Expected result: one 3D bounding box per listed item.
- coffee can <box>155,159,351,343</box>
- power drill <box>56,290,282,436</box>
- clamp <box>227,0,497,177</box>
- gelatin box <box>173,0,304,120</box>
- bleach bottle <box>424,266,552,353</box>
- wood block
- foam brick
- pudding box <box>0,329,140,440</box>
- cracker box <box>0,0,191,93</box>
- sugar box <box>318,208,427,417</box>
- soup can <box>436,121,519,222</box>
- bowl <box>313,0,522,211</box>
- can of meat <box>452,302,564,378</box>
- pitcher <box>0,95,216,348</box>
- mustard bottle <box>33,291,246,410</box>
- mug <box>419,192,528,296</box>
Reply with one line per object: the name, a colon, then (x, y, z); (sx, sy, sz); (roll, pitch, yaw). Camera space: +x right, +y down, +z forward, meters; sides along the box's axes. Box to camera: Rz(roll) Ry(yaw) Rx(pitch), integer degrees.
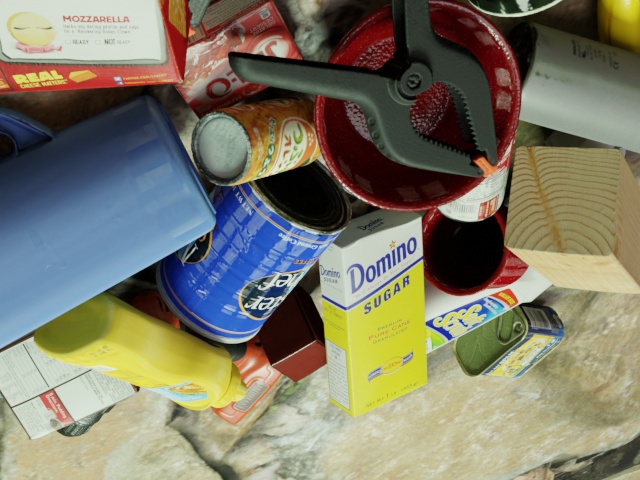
coffee can: (-0.056, 0.001, 0.863); (0.102, 0.103, 0.140); (10, 133, -39)
power drill: (-0.142, 0.131, 1.021); (0.187, 0.057, 0.185); (14, 129, -42)
clamp: (0.061, -0.125, 0.743); (0.209, 0.036, 0.164); (36, 97, -27)
gelatin box: (-0.063, -0.131, 0.748); (0.089, 0.030, 0.073); (-27, 145, 5)
bleach bottle: (0.145, 0.053, 1.088); (0.251, 0.068, 0.102); (-25, 146, -3)
wood block: (0.237, -0.014, 0.962); (0.090, 0.091, 0.205); (5, 171, 25)
foam brick: (-0.027, 0.085, 1.013); (0.051, 0.078, 0.053); (-33, 144, 10)
pudding box: (-0.222, 0.110, 0.920); (0.113, 0.039, 0.090); (-26, 104, 9)
cracker box: (-0.168, -0.173, 0.562); (0.164, 0.072, 0.214); (-3, 144, 4)
sugar box: (0.050, 0.064, 0.974); (0.093, 0.048, 0.176); (-21, 121, -31)
soup can: (0.128, -0.071, 0.907); (0.068, 0.068, 0.102); (-17, 145, -11)
bowl: (0.067, -0.106, 0.804); (0.162, 0.055, 0.162); (-5, 112, -14)
can of meat: (0.216, 0.113, 1.211); (0.083, 0.057, 0.102); (11, 133, -43)
pitcher: (-0.206, -0.014, 0.748); (0.243, 0.145, 0.149); (-27, 157, -3)
mustard bottle: (-0.129, 0.096, 0.867); (0.096, 0.058, 0.191); (-6, 154, 40)
mug: (0.149, -0.007, 0.991); (0.081, 0.093, 0.117); (3, 96, -58)
